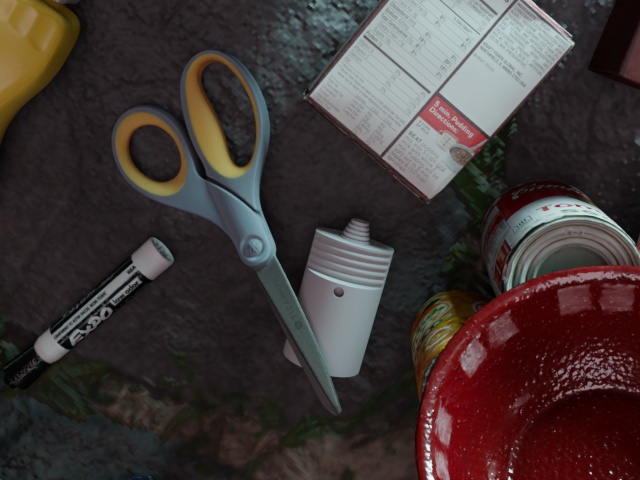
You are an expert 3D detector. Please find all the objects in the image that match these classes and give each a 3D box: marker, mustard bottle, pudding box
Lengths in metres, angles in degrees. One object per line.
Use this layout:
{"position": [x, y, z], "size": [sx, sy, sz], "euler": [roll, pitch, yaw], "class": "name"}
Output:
{"position": [-0.132, 0.043, 0.598], "size": [0.121, 0.020, 0.020], "euler": [-40, 98, 10], "class": "marker"}
{"position": [-0.213, -0.060, 0.560], "size": [0.096, 0.058, 0.192], "euler": [33, 102, -3], "class": "mustard bottle"}
{"position": [0.059, -0.088, 0.550], "size": [0.090, 0.039, 0.113], "euler": [40, 99, -5], "class": "pudding box"}

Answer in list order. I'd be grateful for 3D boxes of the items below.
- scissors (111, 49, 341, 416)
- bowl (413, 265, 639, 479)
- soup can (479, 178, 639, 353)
{"position": [-0.054, 0.001, 0.565], "size": [0.096, 0.016, 0.202], "euler": [-12, 88, 14], "class": "scissors"}
{"position": [0.123, 0.093, 0.447], "size": [0.162, 0.055, 0.162], "euler": [-6, 58, 10], "class": "bowl"}
{"position": [0.118, 0.010, 0.535], "size": [0.068, 0.102, 0.068], "euler": [1, 102, 3], "class": "soup can"}
